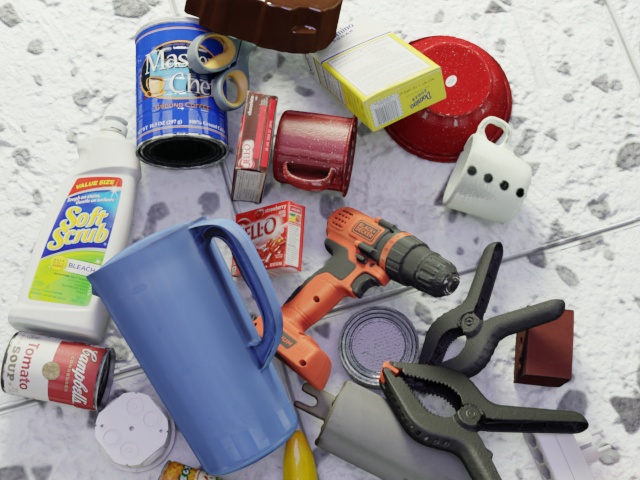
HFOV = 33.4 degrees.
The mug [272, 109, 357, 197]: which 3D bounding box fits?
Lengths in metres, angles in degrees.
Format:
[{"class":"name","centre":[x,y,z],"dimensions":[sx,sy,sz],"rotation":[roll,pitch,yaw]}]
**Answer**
[{"class":"mug","centre":[-0.008,-0.091,1.165],"dimensions":[0.081,0.093,0.117],"rotation":[8,41,6]}]

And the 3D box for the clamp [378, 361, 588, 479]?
[{"class":"clamp","centre":[0.155,0.179,1.062],"dimensions":[0.210,0.036,0.164],"rotation":[36,50,22]}]

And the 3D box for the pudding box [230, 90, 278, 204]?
[{"class":"pudding box","centre":[-0.073,-0.098,1.158],"dimensions":[0.039,0.113,0.090],"rotation":[9,73,-3]}]

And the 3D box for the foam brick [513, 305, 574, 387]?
[{"class":"foam brick","centre":[0.237,0.113,1.135],"dimensions":[0.051,0.053,0.078],"rotation":[7,73,0]}]

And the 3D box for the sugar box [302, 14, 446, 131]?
[{"class":"sugar box","centre":[0.054,-0.188,1.175],"dimensions":[0.093,0.048,0.176],"rotation":[-25,35,-11]}]

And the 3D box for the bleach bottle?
[{"class":"bleach bottle","centre":[-0.257,-0.019,1.157],"dimensions":[0.102,0.068,0.251],"rotation":[10,71,-1]}]

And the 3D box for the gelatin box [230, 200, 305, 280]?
[{"class":"gelatin box","centre":[-0.058,0.001,1.146],"dimensions":[0.030,0.089,0.073],"rotation":[18,69,-42]}]

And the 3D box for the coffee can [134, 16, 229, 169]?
[{"class":"coffee can","centre":[-0.154,-0.161,1.180],"dimensions":[0.103,0.103,0.140],"rotation":[-2,74,-3]}]

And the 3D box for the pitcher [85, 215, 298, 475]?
[{"class":"pitcher","centre":[-0.113,0.102,1.061],"dimensions":[0.144,0.149,0.243],"rotation":[-29,94,-19]}]

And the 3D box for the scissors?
[{"class":"scissors","centre":[-0.077,-0.203,1.194],"dimensions":[0.016,0.201,0.096],"rotation":[-12,100,35]}]

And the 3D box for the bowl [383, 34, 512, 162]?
[{"class":"bowl","centre":[0.144,-0.173,1.217],"dimensions":[0.162,0.055,0.162],"rotation":[0,74,-2]}]

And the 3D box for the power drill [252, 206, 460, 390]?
[{"class":"power drill","centre":[0.031,0.062,1.106],"dimensions":[0.187,0.057,0.185],"rotation":[-47,42,-12]}]

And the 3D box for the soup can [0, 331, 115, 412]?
[{"class":"soup can","centre":[-0.271,0.135,1.106],"dimensions":[0.102,0.068,0.068],"rotation":[11,73,2]}]

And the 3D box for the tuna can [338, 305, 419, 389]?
[{"class":"tuna can","centre":[0.062,0.115,1.136],"dimensions":[0.086,0.034,0.086],"rotation":[-1,72,3]}]

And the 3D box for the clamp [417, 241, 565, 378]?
[{"class":"clamp","centre":[0.164,0.082,1.133],"dimensions":[0.171,0.039,0.120],"rotation":[-38,43,10]}]

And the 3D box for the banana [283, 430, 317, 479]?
[{"class":"banana","centre":[-0.033,0.293,1.070],"dimensions":[0.037,0.069,0.197],"rotation":[0,62,36]}]
